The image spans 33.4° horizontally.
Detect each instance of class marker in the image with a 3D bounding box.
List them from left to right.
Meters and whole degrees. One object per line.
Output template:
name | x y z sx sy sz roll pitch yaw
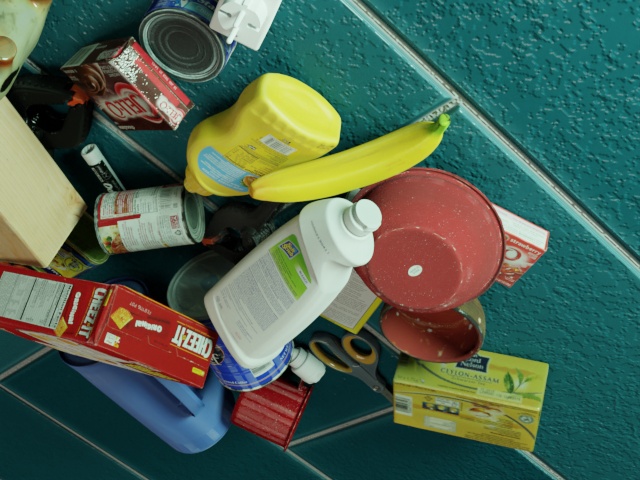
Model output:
marker | -0.226 -0.057 1.181 0.020 0.020 0.121 -3 136 28

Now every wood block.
wood block | -0.344 -0.074 1.100 0.090 0.090 0.206 6 144 31

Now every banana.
banana | 0.031 -0.074 0.990 0.198 0.037 0.069 -21 154 13

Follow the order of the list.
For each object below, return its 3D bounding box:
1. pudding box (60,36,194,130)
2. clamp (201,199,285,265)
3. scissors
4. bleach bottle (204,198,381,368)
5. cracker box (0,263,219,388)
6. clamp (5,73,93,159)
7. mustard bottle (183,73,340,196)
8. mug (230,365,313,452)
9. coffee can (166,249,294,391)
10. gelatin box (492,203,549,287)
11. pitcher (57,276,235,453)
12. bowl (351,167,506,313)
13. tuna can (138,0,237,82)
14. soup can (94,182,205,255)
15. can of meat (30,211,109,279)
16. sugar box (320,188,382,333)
pudding box | -0.183 -0.146 1.011 0.090 0.039 0.114 48 159 -29
clamp | -0.057 0.001 1.131 0.172 0.039 0.120 -12 103 49
scissors | 0.076 0.166 1.311 0.201 0.016 0.096 35 140 -17
bleach bottle | -0.019 0.036 1.045 0.251 0.067 0.102 -38 82 47
cracker box | -0.241 0.088 1.143 0.214 0.072 0.164 7 163 39
clamp | -0.299 -0.118 1.127 0.210 0.036 0.164 -10 134 39
mustard bottle | -0.074 -0.089 1.040 0.096 0.058 0.192 26 144 -31
mug | -0.060 0.203 1.369 0.081 0.093 0.117 24 111 4
coffee can | -0.102 0.093 1.235 0.103 0.102 0.140 -1 137 26
gelatin box | 0.170 0.002 1.060 0.089 0.030 0.073 25 141 -6
pitcher | -0.205 0.171 1.351 0.145 0.149 0.242 -20 132 20
bowl | 0.094 0.013 1.023 0.162 0.055 0.162 8 122 12
tuna can | -0.120 -0.185 0.967 0.086 0.033 0.086 13 141 10
soup can | -0.182 -0.024 1.146 0.102 0.068 0.068 -7 136 12
can of meat | -0.305 -0.001 1.255 0.102 0.057 0.084 42 136 -24
sugar box | 0.037 0.024 1.136 0.093 0.048 0.176 28 138 -4
